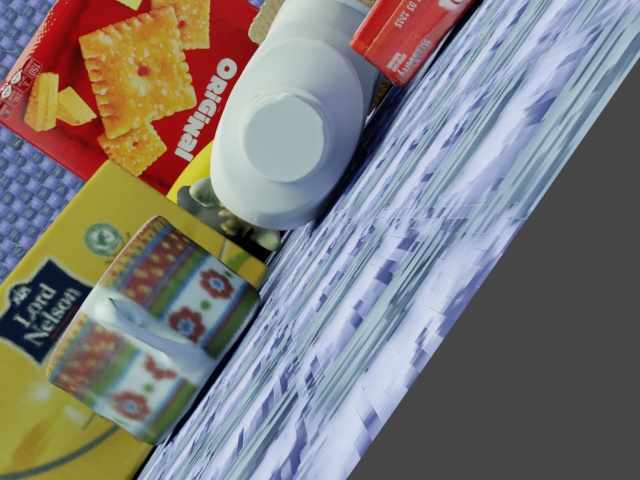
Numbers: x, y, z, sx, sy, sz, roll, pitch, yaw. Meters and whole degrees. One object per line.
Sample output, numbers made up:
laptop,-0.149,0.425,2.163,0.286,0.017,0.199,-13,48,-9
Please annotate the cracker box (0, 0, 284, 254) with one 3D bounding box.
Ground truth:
cracker box,-0.095,-0.093,0.736,0.164,0.213,0.072,-56,5,-1

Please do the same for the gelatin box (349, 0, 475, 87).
gelatin box,0.053,-0.109,0.394,0.073,0.030,0.089,-49,8,51

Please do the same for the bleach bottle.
bleach bottle,-0.006,-0.065,0.477,0.251,0.068,0.102,-83,16,-79
